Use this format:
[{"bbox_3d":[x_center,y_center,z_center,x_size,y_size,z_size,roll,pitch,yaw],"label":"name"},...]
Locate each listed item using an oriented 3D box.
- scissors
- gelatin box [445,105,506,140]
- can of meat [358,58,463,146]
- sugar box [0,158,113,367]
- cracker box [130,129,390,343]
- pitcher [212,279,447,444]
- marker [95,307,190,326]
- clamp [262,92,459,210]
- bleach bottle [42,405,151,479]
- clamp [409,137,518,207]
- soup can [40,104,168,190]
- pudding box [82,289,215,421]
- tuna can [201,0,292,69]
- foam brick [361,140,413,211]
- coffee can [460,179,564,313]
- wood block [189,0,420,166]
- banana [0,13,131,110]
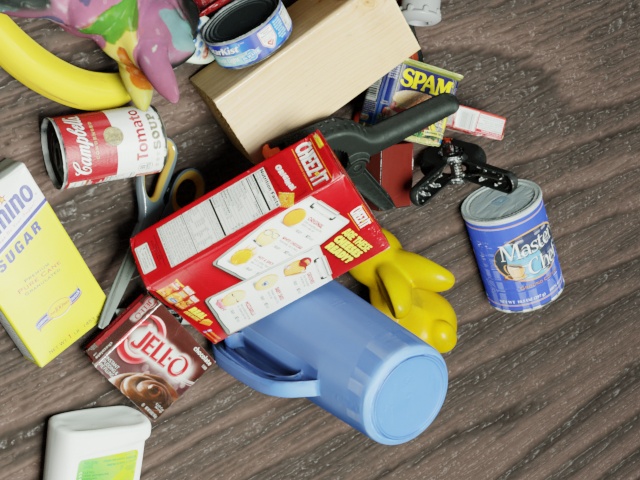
[{"bbox_3d":[-0.165,-0.002,1.073,0.096,0.016,0.202,20,76,-46],"label":"scissors"},{"bbox_3d":[0.167,-0.145,1.285,0.089,0.073,0.030,9,96,-40],"label":"gelatin box"},{"bbox_3d":[0.096,-0.153,1.167,0.101,0.058,0.084,11,99,-33],"label":"can of meat"},{"bbox_3d":[-0.276,0.022,0.996,0.093,0.048,0.176,-41,124,-25],"label":"sugar box"},{"bbox_3d":[-0.057,0.001,1.055,0.214,0.072,0.164,-30,150,5],"label":"cracker box"},{"bbox_3d":[0.009,0.119,1.117,0.144,0.243,0.149,37,84,-40],"label":"pitcher"},{"bbox_3d":[-0.185,0.078,1.099,0.120,0.020,0.020,2,100,-38],"label":"marker"},{"bbox_3d":[0.031,-0.080,1.104,0.209,0.036,0.165,-10,143,-30],"label":"clamp"},{"bbox_3d":[-0.235,0.300,1.088,0.102,0.068,0.251,-2,104,-37],"label":"bleach bottle"},{"bbox_3d":[0.168,-0.084,1.247,0.171,0.120,0.039,-73,161,-62],"label":"clamp"},{"bbox_3d":[-0.203,-0.089,1.004,0.102,0.069,0.068,-13,108,-27],"label":"soup can"},{"bbox_3d":[-0.174,0.118,1.088,0.090,0.039,0.113,-44,134,-9],"label":"pudding box"},{"bbox_3d":[-0.071,-0.206,1.044,0.086,0.086,0.033,-46,128,-20],"label":"tuna can"},{"bbox_3d":[0.072,-0.078,1.240,0.051,0.053,0.078,-9,106,-36],"label":"foam brick"},{"bbox_3d":[0.247,0.007,1.365,0.102,0.103,0.140,-35,121,-26],"label":"coffee can"},{"bbox_3d":[-0.017,-0.179,1.085,0.206,0.090,0.090,-37,122,-5],"label":"wood block"},{"bbox_3d":[-0.243,-0.163,0.987,0.197,0.037,0.069,16,71,-41],"label":"banana"}]
